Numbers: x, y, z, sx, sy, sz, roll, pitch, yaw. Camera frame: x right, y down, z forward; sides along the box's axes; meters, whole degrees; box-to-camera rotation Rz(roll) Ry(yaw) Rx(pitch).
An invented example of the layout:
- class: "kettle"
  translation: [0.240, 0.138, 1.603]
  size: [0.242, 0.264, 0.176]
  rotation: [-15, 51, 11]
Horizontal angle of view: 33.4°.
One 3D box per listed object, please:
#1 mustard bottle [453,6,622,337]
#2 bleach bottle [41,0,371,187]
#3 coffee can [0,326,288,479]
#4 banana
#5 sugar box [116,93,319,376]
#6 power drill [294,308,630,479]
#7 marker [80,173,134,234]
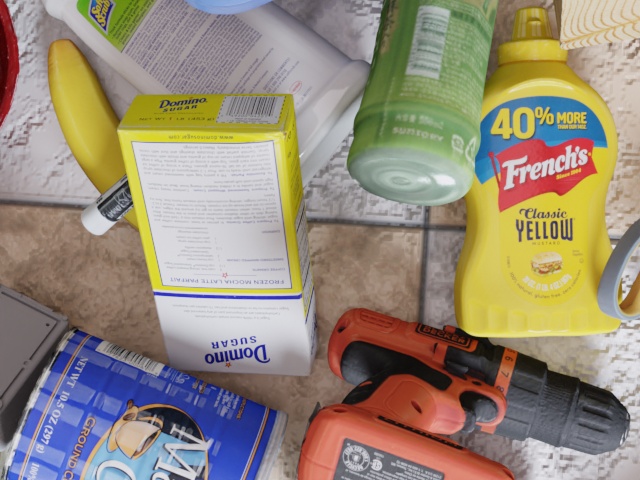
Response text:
- class: "mustard bottle"
  translation: [0.126, -0.041, 0.630]
  size: [0.096, 0.058, 0.191]
  rotation: [-1, 90, 0]
- class: "bleach bottle"
  translation: [-0.089, -0.139, 0.661]
  size: [0.251, 0.068, 0.102]
  rotation: [40, 98, 8]
- class: "coffee can"
  translation: [-0.103, 0.125, 0.637]
  size: [0.140, 0.103, 0.103]
  rotation: [23, 95, -2]
- class: "banana"
  translation: [-0.110, -0.046, 0.680]
  size: [0.198, 0.037, 0.069]
  rotation: [38, 91, 7]
- class: "sugar box"
  translation: [-0.054, 0.001, 0.624]
  size: [0.093, 0.048, 0.176]
  rotation: [2, 129, 9]
- class: "power drill"
  translation: [0.076, 0.102, 0.578]
  size: [0.184, 0.187, 0.057]
  rotation: [15, 105, 12]
- class: "marker"
  translation: [-0.098, -0.043, 0.637]
  size: [0.121, 0.020, 0.020]
  rotation: [-37, 85, 25]
